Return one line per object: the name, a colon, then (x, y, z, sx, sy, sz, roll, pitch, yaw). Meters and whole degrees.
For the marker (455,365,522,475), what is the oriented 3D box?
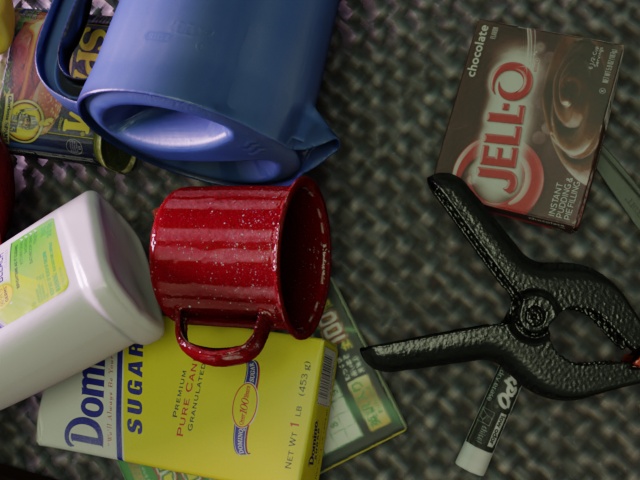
marker: (0.114, 0.083, 0.644, 0.020, 0.020, 0.121, 24, 89, 12)

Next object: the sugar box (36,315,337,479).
sugar box: (-0.082, 0.095, 0.651, 0.176, 0.048, 0.093, 6, 78, 16)

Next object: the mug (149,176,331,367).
mug: (-0.048, 0.019, 0.610, 0.082, 0.093, 0.117, 1, 57, 18)

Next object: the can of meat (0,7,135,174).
can of meat: (-0.163, -0.100, 0.700, 0.084, 0.057, 0.102, 8, 85, 15)

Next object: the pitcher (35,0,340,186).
pitcher: (-0.056, -0.163, 0.635, 0.145, 0.149, 0.243, -6, 64, 54)

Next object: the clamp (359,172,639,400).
clamp: (0.110, 0.051, 0.615, 0.171, 0.039, 0.120, 30, 92, 3)

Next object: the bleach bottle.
bleach bottle: (-0.219, 0.072, 0.635, 0.251, 0.068, 0.102, -30, 44, 7)

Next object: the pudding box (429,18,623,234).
pudding box: (0.125, -0.069, 0.644, 0.090, 0.039, 0.113, 15, 86, 18)
